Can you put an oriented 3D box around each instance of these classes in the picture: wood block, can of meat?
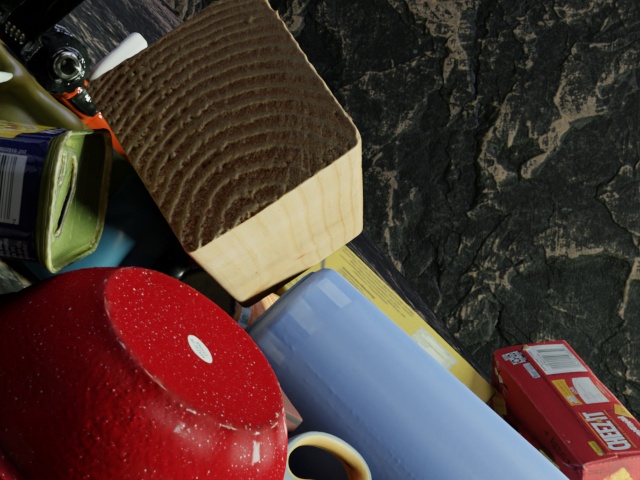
[{"bbox_3d":[-0.037,-0.036,0.552,0.091,0.090,0.206,56,-3,10],"label":"wood block"},{"bbox_3d":[-0.141,-0.024,0.453,0.084,0.057,0.102,8,7,-1],"label":"can of meat"}]

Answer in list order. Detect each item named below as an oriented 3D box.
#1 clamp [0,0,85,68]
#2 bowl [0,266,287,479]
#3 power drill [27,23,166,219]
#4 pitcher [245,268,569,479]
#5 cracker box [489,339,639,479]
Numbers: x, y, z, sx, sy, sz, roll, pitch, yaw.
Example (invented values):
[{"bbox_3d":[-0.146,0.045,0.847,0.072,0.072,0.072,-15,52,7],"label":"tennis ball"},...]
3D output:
[{"bbox_3d":[-0.187,-0.135,0.667,0.172,0.120,0.039,5,-42,53],"label":"clamp"},{"bbox_3d":[-0.067,0.062,0.440,0.162,0.055,0.162,37,18,-14],"label":"bowl"},{"bbox_3d":[-0.163,-0.094,0.802,0.187,0.057,0.185,47,-7,-30],"label":"power drill"},{"bbox_3d":[0.047,0.139,0.654,0.243,0.149,0.144,45,21,6],"label":"pitcher"},{"bbox_3d":[0.181,0.208,0.811,0.164,0.072,0.214,-120,-152,-63],"label":"cracker box"}]
